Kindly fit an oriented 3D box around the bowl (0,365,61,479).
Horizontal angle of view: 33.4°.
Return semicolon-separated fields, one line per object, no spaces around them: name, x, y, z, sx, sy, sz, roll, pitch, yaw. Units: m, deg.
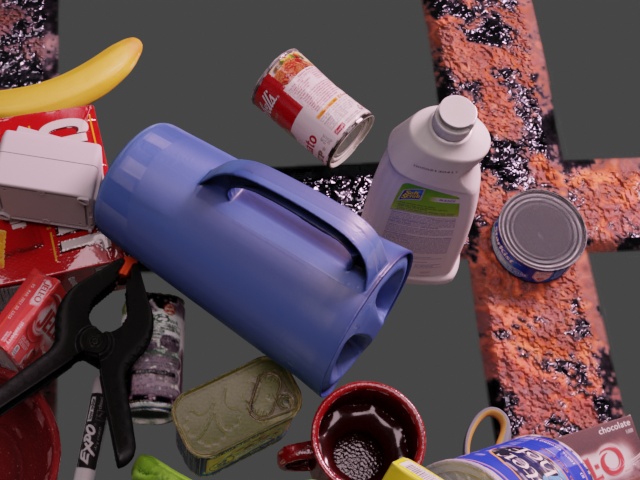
bowl;-0.287;0.180;0.851;0.162;0.055;0.162;3;64;-6

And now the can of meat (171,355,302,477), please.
can of meat;-0.070;0.147;0.878;0.102;0.084;0.057;-24;70;-17

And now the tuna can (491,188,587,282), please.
tuna can;0.206;-0.004;1.014;0.086;0.034;0.086;3;65;-6

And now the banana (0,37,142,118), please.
banana;-0.259;-0.147;1.020;0.197;0.037;0.070;-17;69;-15

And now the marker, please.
marker;-0.191;0.173;0.887;0.020;0.020;0.121;9;64;-3

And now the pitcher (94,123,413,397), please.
pitcher;-0.056;0.001;0.847;0.243;0.144;0.149;32;103;13

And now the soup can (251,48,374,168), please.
soup can;-0.007;-0.126;1.026;0.102;0.068;0.068;41;66;11

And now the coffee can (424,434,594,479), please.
coffee can;0.138;0.208;0.810;0.140;0.103;0.103;1;55;-55

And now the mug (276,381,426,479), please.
mug;0.022;0.174;0.879;0.117;0.081;0.093;-8;66;-11

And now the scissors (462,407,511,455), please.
scissors;0.154;0.241;0.901;0.096;0.016;0.201;9;64;-3

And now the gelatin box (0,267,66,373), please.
gelatin box;-0.236;0.076;0.887;0.030;0.089;0.073;24;63;15

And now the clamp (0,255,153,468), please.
clamp;-0.193;0.089;0.856;0.120;0.039;0.171;16;61;-14

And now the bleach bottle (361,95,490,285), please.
bleach bottle;0.094;-0.041;0.896;0.102;0.251;0.068;4;64;-6

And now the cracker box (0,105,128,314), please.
cracker box;-0.288;-0.022;0.937;0.213;0.072;0.164;-12;67;-13
